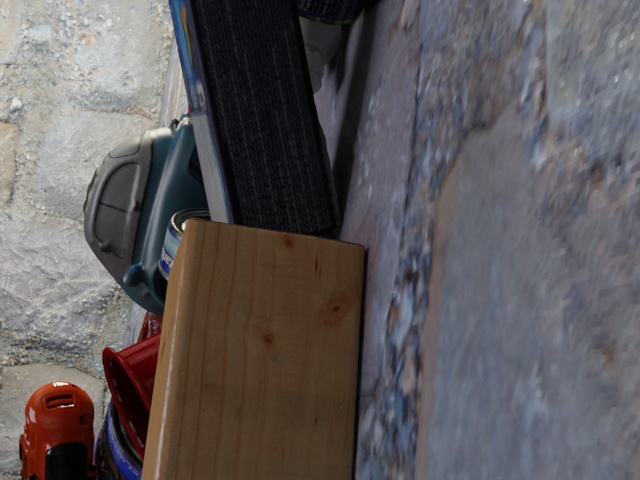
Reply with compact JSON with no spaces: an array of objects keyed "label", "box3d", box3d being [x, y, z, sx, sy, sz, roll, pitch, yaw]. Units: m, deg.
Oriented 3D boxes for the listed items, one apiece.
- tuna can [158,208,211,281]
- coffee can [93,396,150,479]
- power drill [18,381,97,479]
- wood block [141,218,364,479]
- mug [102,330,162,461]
[{"label":"tuna can","box3d":[-0.061,0.010,0.700,0.086,0.086,0.034,-111,34,-67]},{"label":"coffee can","box3d":[-0.104,0.138,0.756,0.140,0.102,0.103,123,154,-61]},{"label":"power drill","box3d":[-0.169,0.216,0.729,0.185,0.057,0.188,104,149,-46]},{"label":"wood block","box3d":[-0.038,0.105,0.513,0.091,0.090,0.206,124,153,-65]},{"label":"mug","box3d":[-0.069,0.098,0.642,0.117,0.081,0.093,46,150,38]}]
